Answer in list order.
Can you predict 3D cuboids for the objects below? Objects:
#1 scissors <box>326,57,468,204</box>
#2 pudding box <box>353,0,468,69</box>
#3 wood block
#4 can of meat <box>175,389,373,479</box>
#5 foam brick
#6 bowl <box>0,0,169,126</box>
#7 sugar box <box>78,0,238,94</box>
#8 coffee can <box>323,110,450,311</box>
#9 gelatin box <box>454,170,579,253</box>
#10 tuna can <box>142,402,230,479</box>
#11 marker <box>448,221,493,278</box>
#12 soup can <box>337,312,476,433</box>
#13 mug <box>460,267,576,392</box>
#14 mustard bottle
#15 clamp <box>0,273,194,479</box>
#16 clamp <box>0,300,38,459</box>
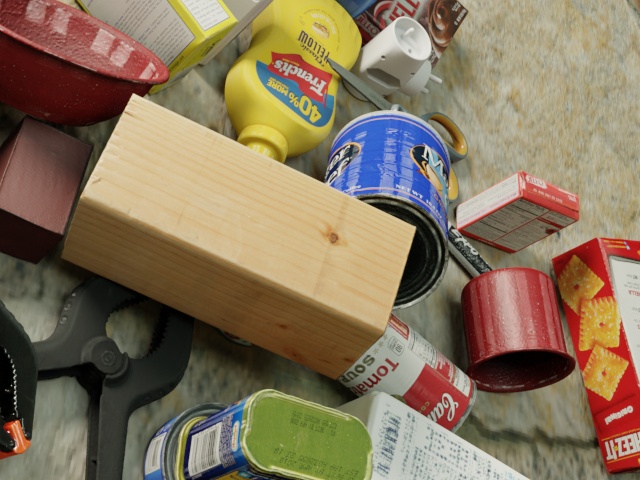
[{"bbox_3d":[0.072,-0.089,0.941,0.201,0.016,0.096,13,68,-48],"label":"scissors"},{"bbox_3d":[0.083,-0.213,1.025,0.090,0.039,0.113,42,49,-12],"label":"pudding box"},{"bbox_3d":[-0.055,0.001,0.710,0.206,0.090,0.090,25,57,-8],"label":"wood block"},{"bbox_3d":[-0.029,0.139,0.685,0.102,0.084,0.057,21,57,-28],"label":"can of meat"},{"bbox_3d":[-0.193,-0.033,0.714,0.051,0.053,0.078,27,55,-25],"label":"foam brick"},{"bbox_3d":[-0.187,-0.123,0.732,0.162,0.055,0.162,24,16,-8],"label":"bowl"},{"bbox_3d":[-0.149,-0.206,0.807,0.048,0.094,0.176,-38,94,-43],"label":"sugar box"},{"bbox_3d":[0.050,-0.026,0.834,0.102,0.103,0.140,39,29,-16],"label":"coffee can"},{"bbox_3d":[0.178,-0.025,0.970,0.073,0.089,0.030,19,58,-29],"label":"gelatin box"},{"bbox_3d":[-0.076,0.155,0.723,0.086,0.034,0.086,17,59,-31],"label":"tuna can"},{"bbox_3d":[0.124,0.005,0.961,0.121,0.020,0.020,47,48,-9],"label":"marker"},{"bbox_3d":[0.062,0.105,0.830,0.102,0.069,0.068,40,50,-14],"label":"soup can"},{"bbox_3d":[0.169,0.080,0.921,0.117,0.093,0.081,46,34,-53],"label":"mug"},{"bbox_3d":[-0.029,-0.126,0.883,0.096,0.058,0.191,37,51,-24],"label":"mustard bottle"},{"bbox_3d":[-0.142,0.093,0.700,0.164,0.036,0.209,51,50,-3],"label":"clamp"},{"bbox_3d":[-0.207,0.042,0.625,0.120,0.039,0.171,-37,106,-46],"label":"clamp"}]
